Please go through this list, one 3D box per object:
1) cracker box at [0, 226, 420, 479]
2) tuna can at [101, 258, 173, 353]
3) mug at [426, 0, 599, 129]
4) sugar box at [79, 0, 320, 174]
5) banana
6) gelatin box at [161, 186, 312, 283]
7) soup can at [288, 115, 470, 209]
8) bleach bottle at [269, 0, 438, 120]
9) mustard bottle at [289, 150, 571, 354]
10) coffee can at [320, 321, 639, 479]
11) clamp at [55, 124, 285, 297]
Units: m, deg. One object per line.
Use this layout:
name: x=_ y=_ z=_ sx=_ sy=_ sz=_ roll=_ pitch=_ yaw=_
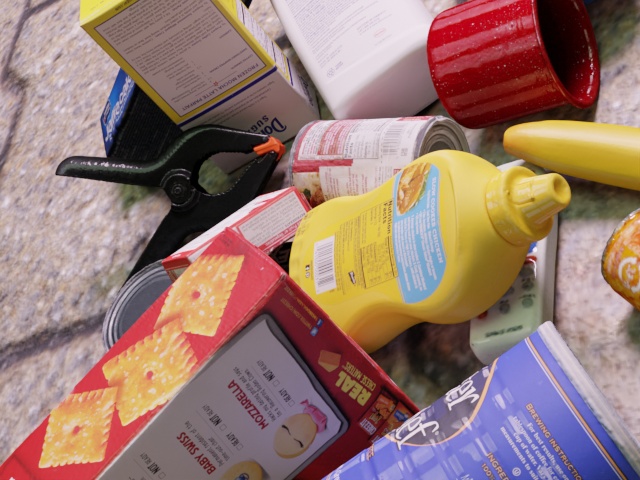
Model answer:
cracker box: x=-0.062 y=0.125 z=0.563 sx=0.213 sy=0.164 sz=0.072 roll=-47 pitch=40 yaw=-5
tuna can: x=-0.111 y=0.057 z=0.756 sx=0.086 sy=0.033 sz=0.086 roll=-21 pitch=45 yaw=23
mug: x=0.127 y=-0.124 z=0.690 sx=0.082 sy=0.093 sz=0.117 roll=-14 pitch=18 yaw=36
sugar box: x=-0.085 y=-0.133 z=0.786 sx=0.093 sy=0.176 sz=0.048 roll=-27 pitch=46 yaw=17
banana: x=0.190 y=-0.041 z=0.582 sx=0.198 sy=0.069 sz=0.037 roll=22 pitch=103 yaw=53
gelatin box: x=-0.054 y=0.001 z=0.704 sx=0.089 sy=0.030 sz=0.073 roll=-34 pitch=9 yaw=-20
soup can: x=0.039 y=-0.047 z=0.700 sx=0.102 sy=0.068 sz=0.068 roll=3 pitch=58 yaw=39
bleach bottle: x=0.010 y=-0.197 z=0.800 sx=0.103 sy=0.068 sz=0.251 roll=-34 pitch=58 yaw=15
mustard bottle: x=0.060 y=0.002 z=0.604 sx=0.192 sy=0.058 sz=0.096 roll=-25 pitch=58 yaw=47
coffee can: x=0.080 y=0.119 z=0.501 sx=0.140 sy=0.102 sz=0.103 roll=-36 pitch=41 yaw=8
clamp: x=-0.112 y=-0.043 z=0.797 sx=0.171 sy=0.120 sz=0.039 roll=-34 pitch=5 yaw=5
